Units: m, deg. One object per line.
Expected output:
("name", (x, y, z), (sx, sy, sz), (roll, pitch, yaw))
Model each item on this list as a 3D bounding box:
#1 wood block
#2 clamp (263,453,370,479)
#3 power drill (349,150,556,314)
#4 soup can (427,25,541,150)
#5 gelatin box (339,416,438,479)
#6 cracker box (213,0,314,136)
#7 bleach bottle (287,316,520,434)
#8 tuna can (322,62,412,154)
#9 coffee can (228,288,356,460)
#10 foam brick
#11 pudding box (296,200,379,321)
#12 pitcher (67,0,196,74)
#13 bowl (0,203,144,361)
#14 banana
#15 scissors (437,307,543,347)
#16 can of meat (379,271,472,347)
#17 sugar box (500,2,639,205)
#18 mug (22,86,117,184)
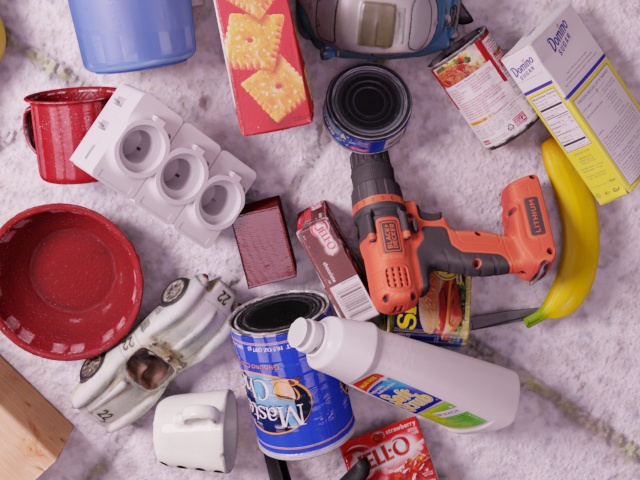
("wood block", (-0.362, 0.163, 1.086), (0.091, 0.090, 0.206), (-43, 100, 8))
("clamp", (-0.012, 0.289, 1.103), (0.120, 0.039, 0.171), (1, 81, 28))
("power drill", (0.125, -0.021, 1.046), (0.187, 0.057, 0.184), (-4, 66, -9))
("soup can", (0.161, -0.147, 1.037), (0.068, 0.068, 0.102), (-36, 101, 6))
("gelatin box", (0.071, 0.234, 1.123), (0.089, 0.030, 0.073), (-20, 75, 2))
("cracker box", (-0.058, -0.212, 0.971), (0.072, 0.164, 0.214), (-10, 102, -1))
("bleach bottle", (0.073, 0.125, 1.029), (0.250, 0.103, 0.068), (22, 65, -31))
("tuna can", (0.046, -0.129, 1.038), (0.086, 0.034, 0.086), (1, 72, -4))
("coffee can", (-0.027, 0.133, 1.068), (0.103, 0.103, 0.140), (-12, 109, 1))
("foam brick", (-0.057, 0.001, 1.074), (0.051, 0.053, 0.078), (-13, 102, 2))
("pudding box", (0.016, 0.022, 1.060), (0.039, 0.090, 0.113), (-25, 102, 6))
("pitcher", (-0.177, -0.279, 0.969), (0.145, 0.149, 0.243), (-8, 105, 1))
("bowl", (-0.255, 0.037, 1.077), (0.162, 0.055, 0.162), (0, 102, -1))
("banana", (0.250, -0.005, 1.081), (0.069, 0.037, 0.198), (1, 99, -15))
("scissors", (0.139, 0.107, 1.117), (0.201, 0.016, 0.096), (6, 99, -1))
("can of meat", (0.106, 0.057, 1.077), (0.084, 0.057, 0.102), (4, 83, -4))
("sugar box", (0.255, -0.132, 1.032), (0.176, 0.048, 0.093), (52, 52, -8))
("mug", (-0.245, -0.103, 1.037), (0.117, 0.093, 0.081), (7, 109, 29))
